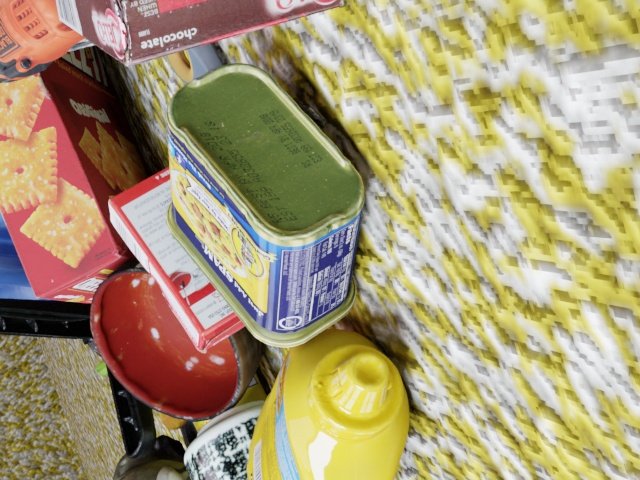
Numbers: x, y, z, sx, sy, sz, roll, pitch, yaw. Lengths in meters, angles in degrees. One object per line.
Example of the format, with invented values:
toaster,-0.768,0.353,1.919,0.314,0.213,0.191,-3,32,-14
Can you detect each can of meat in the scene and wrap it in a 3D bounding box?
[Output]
can of meat,-0.026,-0.016,0.476,0.102,0.057,0.084,48,155,24

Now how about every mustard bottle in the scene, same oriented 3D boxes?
mustard bottle,0.003,0.097,0.524,0.192,0.058,0.096,111,157,-61

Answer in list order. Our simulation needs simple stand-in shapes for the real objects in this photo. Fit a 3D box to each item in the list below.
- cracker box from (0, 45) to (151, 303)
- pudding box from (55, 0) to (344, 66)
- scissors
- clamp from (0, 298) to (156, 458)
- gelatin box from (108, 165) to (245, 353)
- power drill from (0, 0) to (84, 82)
cracker box,-0.177,-0.063,0.752,0.164,0.072,0.214,30,-145,-78
pudding box,-0.056,-0.108,0.435,0.114,0.090,0.039,39,143,56
scissors,-0.049,-0.088,0.545,0.096,0.016,0.202,68,161,-4
clamp,-0.172,0.064,0.813,0.164,0.036,0.210,35,-158,-6
gelatin box,-0.053,0.001,0.543,0.089,0.073,0.030,53,160,13
power drill,-0.200,-0.170,0.561,0.185,0.057,0.187,-7,124,55
